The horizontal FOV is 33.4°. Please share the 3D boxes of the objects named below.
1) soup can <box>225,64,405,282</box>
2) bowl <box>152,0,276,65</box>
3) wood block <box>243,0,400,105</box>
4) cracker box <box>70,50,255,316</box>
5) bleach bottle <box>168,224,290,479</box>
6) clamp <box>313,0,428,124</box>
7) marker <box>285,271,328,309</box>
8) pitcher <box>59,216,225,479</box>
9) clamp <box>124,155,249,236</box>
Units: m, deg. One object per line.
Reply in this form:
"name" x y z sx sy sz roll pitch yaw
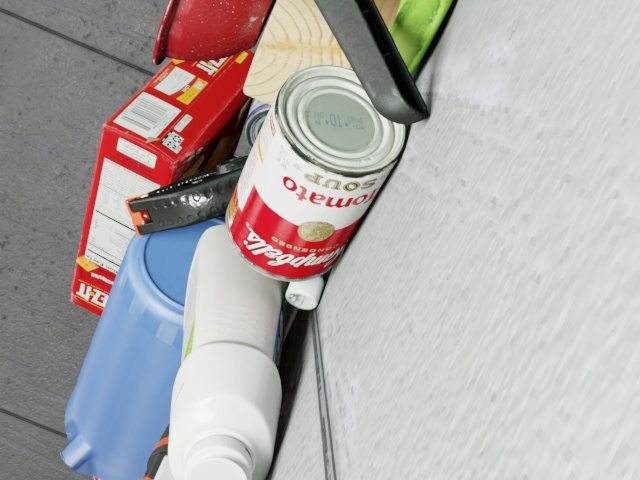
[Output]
"soup can" -0.004 -0.033 0.549 0.102 0.068 0.068 120 171 -53
"bowl" -0.049 -0.174 0.669 0.162 0.055 0.162 -157 91 -84
"wood block" 0.026 -0.174 0.728 0.206 0.091 0.090 -72 7 -46
"cracker box" -0.130 -0.049 0.911 0.164 0.072 0.214 -57 -7 -45
"bleach bottle" -0.051 0.075 0.592 0.251 0.068 0.103 -95 12 -70
"clamp" -0.001 -0.149 0.517 0.036 0.210 0.164 20 -92 -54
"marker" 0.006 -0.014 0.631 0.020 0.020 0.121 120 171 -58
"pitcher" -0.112 0.085 0.845 0.243 0.145 0.149 117 164 -47
"clamp" -0.048 -0.039 0.723 0.120 0.171 0.039 -145 34 -83
